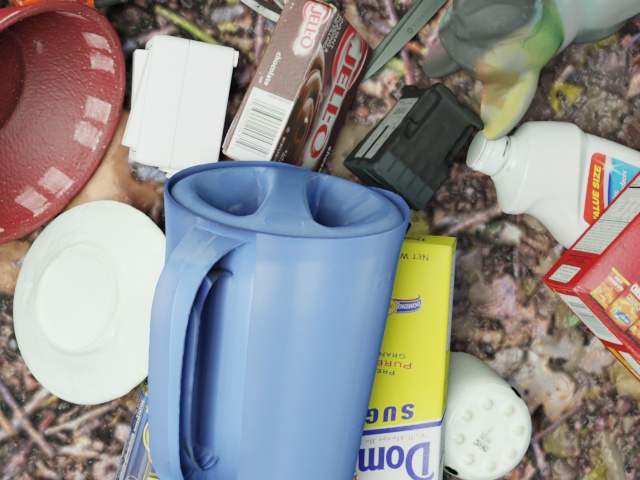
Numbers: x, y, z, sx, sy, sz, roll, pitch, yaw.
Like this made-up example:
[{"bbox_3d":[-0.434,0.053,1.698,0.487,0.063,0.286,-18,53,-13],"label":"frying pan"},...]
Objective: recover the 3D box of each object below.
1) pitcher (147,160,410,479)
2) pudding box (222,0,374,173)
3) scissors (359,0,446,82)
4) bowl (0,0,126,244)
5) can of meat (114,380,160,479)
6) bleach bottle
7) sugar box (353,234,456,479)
[{"bbox_3d":[-0.036,0.085,0.604,0.149,0.145,0.243,0,110,-19],"label":"pitcher"},{"bbox_3d":[-0.012,-0.092,0.695,0.039,0.090,0.113,26,91,21],"label":"pudding box"},{"bbox_3d":[0.087,-0.203,0.746,0.201,0.016,0.096,-33,101,-8],"label":"scissors"},{"bbox_3d":[-0.192,-0.078,0.641,0.055,0.162,0.162,30,88,22],"label":"bowl"},{"bbox_3d":[-0.084,0.148,0.721,0.102,0.057,0.084,16,89,-16],"label":"can of meat"},{"bbox_3d":[0.220,-0.014,0.776,0.250,0.068,0.102,21,90,-13],"label":"bleach bottle"},{"bbox_3d":[0.037,0.084,0.691,0.093,0.048,0.176,3,97,11],"label":"sugar box"}]
